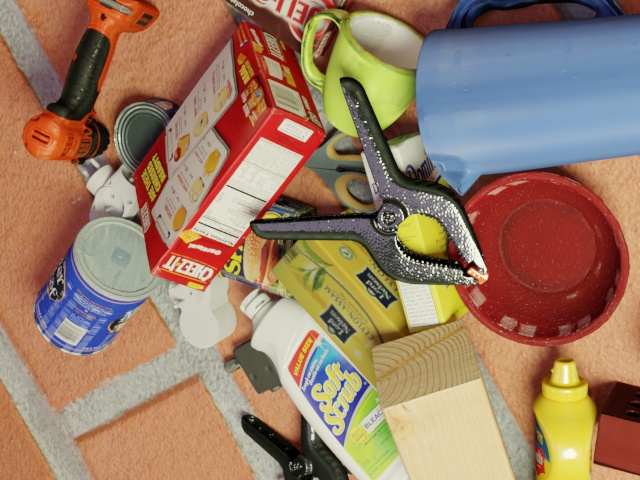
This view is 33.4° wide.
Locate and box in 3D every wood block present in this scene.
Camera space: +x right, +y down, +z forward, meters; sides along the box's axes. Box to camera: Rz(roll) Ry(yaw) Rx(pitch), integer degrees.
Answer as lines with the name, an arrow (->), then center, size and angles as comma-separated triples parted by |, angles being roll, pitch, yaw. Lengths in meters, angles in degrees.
wood block -> 0.122, 0.188, 0.979 | 0.091, 0.090, 0.206 | -18, 120, 7

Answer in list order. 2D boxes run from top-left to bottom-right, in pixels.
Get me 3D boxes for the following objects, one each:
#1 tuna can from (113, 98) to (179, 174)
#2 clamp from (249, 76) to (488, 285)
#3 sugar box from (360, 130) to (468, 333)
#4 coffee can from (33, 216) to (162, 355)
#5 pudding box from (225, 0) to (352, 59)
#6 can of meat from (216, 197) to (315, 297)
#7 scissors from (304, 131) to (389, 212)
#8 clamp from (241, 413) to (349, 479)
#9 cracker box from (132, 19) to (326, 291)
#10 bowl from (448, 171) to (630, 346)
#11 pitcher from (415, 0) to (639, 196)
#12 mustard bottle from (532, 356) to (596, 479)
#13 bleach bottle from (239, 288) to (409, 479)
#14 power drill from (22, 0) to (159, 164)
tuna can -> -0.180, -0.110, 1.159 | 0.086, 0.033, 0.086 | 9, 109, 26
clamp -> 0.061, -0.034, 0.934 | 0.210, 0.036, 0.165 | 27, 106, 2
sugar box -> 0.096, -0.011, 1.002 | 0.048, 0.093, 0.176 | -9, 101, 30
coffee can -> -0.248, 0.052, 1.188 | 0.103, 0.102, 0.141 | 51, 135, 6
pudding box -> -0.027, -0.243, 1.031 | 0.113, 0.039, 0.090 | 38, 120, 14
can of meat -> -0.057, 0.001, 1.113 | 0.084, 0.057, 0.102 | 17, 112, 21
scissors -> -0.010, -0.068, 1.088 | 0.202, 0.016, 0.096 | -6, 109, 37
clamp -> -0.023, 0.241, 1.163 | 0.120, 0.039, 0.171 | -30, 71, 40
cracker box -> -0.094, -0.081, 1.040 | 0.214, 0.072, 0.164 | -51, 35, 25
bowl -> 0.201, 0.012, 0.969 | 0.162, 0.055, 0.162 | 6, 107, 21
pitcher -> 0.210, -0.134, 0.892 | 0.243, 0.144, 0.149 | -3, 117, 26
mustard bottle -> 0.226, 0.201, 0.993 | 0.058, 0.096, 0.192 | 0, 105, 7
bleach bottle -> 0.008, 0.152, 1.106 | 0.251, 0.068, 0.102 | 43, 94, 11
power drill -> -0.233, -0.167, 1.114 | 0.057, 0.184, 0.188 | 24, 97, 1
